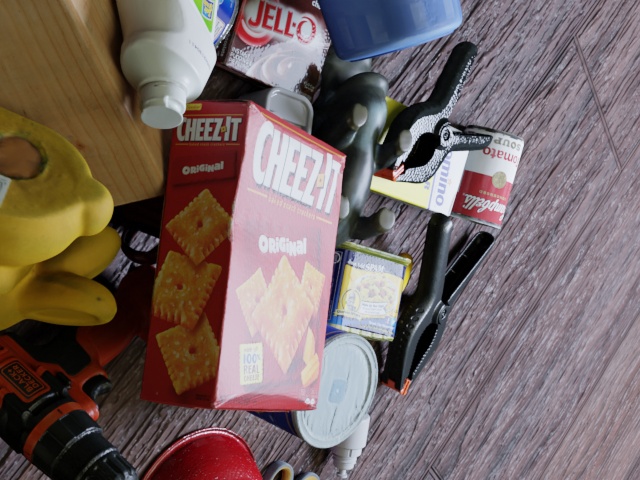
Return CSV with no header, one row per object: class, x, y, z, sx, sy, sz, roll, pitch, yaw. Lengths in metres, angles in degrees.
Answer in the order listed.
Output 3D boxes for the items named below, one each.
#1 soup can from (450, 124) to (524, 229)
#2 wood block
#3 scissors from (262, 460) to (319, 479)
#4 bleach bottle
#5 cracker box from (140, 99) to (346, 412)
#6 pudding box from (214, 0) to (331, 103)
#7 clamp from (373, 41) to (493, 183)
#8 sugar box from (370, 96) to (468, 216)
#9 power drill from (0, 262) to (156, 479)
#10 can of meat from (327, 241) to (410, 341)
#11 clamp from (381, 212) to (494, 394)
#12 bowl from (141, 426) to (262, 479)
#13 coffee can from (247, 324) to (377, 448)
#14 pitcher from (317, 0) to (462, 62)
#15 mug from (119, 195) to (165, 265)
soup can,0.180,-0.070,1.180,0.068,0.069,0.102,14,92,-48
wood block,-0.176,-0.129,0.741,0.090,0.090,0.206,-81,155,-50
scissors,-0.046,0.323,1.114,0.096,0.016,0.202,-1,105,-47
bleach bottle,-0.109,-0.197,0.742,0.102,0.068,0.251,43,41,-56
cracker box,-0.050,0.019,0.798,0.164,0.072,0.214,21,75,-63
pudding box,-0.042,-0.179,0.927,0.113,0.039,0.090,18,89,-49
clamp,0.112,-0.118,1.046,0.171,0.039,0.120,-34,121,-39
sugar box,0.083,-0.087,1.088,0.175,0.048,0.093,14,93,-47
power drill,-0.158,0.104,0.811,0.187,0.184,0.057,-32,152,-45
can of meat,0.033,0.049,1.031,0.101,0.058,0.084,16,81,-39
clamp,0.128,0.070,1.186,0.164,0.036,0.210,2,111,-59
bowl,-0.103,0.261,1.003,0.161,0.055,0.162,-18,117,-42
coffee can,-0.034,0.114,0.961,0.102,0.141,0.103,-18,116,-42
pitcher,0.037,-0.271,0.838,0.149,0.145,0.243,-43,119,-65
mug,-0.117,-0.028,0.867,0.117,0.082,0.093,-54,135,-19
